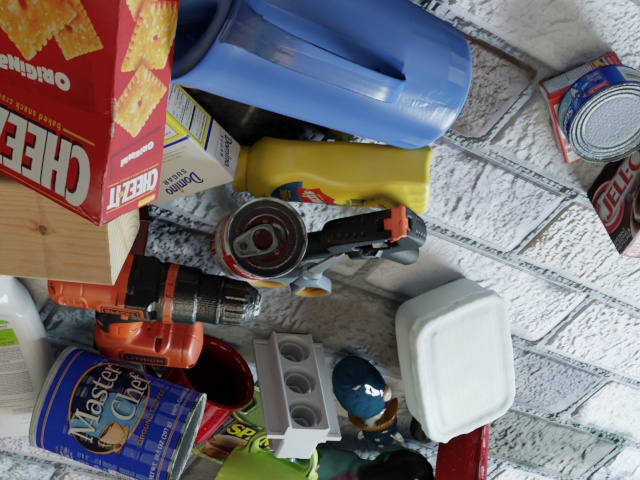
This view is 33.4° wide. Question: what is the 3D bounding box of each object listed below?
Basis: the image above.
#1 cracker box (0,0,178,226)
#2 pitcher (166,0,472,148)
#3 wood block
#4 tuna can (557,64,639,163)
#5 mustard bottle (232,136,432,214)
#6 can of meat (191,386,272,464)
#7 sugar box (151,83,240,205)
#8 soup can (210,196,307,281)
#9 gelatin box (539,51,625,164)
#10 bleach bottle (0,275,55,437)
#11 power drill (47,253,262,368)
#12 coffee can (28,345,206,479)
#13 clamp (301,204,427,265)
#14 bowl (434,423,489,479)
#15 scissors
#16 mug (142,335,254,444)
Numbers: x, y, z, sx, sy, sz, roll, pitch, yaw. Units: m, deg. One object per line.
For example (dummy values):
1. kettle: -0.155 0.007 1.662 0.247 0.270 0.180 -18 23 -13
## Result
1. cracker box: -0.183 -0.139 0.731 0.072 0.164 0.214 -33 143 -50
2. pitcher: 0.002 -0.145 0.800 0.242 0.149 0.145 15 153 -36
3. wood block: -0.258 -0.032 0.851 0.206 0.090 0.091 6 124 4
4. tuna can: 0.254 -0.111 0.939 0.086 0.034 0.086 -8 134 -9
5. mustard bottle: 0.000 -0.059 0.934 0.191 0.058 0.096 4 172 4
6. can of meat: -0.091 0.211 1.204 0.102 0.057 0.084 30 124 -35
7. sugar box: -0.154 -0.102 0.871 0.093 0.048 0.176 -14 142 30
8. soup can: -0.056 0.001 0.929 0.068 0.068 0.102 0 175 -14
9. gelatin box: 0.246 -0.120 0.976 0.073 0.030 0.089 -23 135 7
10. bleach bottle: -0.307 0.087 1.025 0.102 0.068 0.251 -4 133 -9
11. power drill: -0.147 0.066 0.981 0.184 0.057 0.188 10 157 -1
12. coffee can: -0.193 0.172 1.025 0.140 0.102 0.103 19 132 4
13. clamp: 0.048 0.000 0.975 0.164 0.036 0.210 0 172 -21
14. bowl: 0.167 0.282 1.267 0.055 0.162 0.162 3 137 13
15. scissors: -0.028 0.028 0.998 0.096 0.016 0.202 6 167 1
16. mug: -0.138 0.153 1.119 0.117 0.093 0.082 39 123 -3
